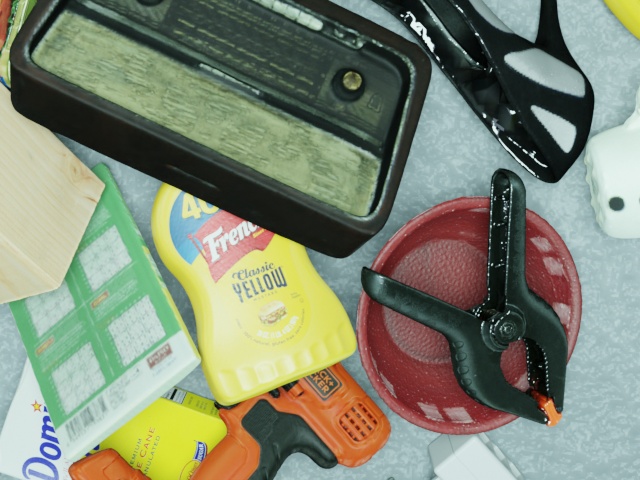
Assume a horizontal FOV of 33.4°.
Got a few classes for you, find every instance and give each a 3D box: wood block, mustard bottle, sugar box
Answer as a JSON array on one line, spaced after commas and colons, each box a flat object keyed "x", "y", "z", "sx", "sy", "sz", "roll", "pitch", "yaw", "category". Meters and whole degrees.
[{"x": -0.242, "y": -0.058, "z": 0.647, "sx": 0.090, "sy": 0.090, "sz": 0.206, "roll": -15, "pitch": 134, "yaw": 32, "category": "wood block"}, {"x": -0.054, "y": 0.001, "z": 0.682, "sx": 0.096, "sy": 0.058, "sz": 0.191, "roll": -20, "pitch": 82, "yaw": -14, "category": "mustard bottle"}, {"x": -0.135, "y": 0.145, "z": 0.761, "sx": 0.176, "sy": 0.048, "sz": 0.093, "roll": 19, "pitch": 98, "yaw": -5, "category": "sugar box"}]

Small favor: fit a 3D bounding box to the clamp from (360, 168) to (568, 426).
[{"x": 0.115, "y": 0.042, "z": 0.680, "sx": 0.120, "sy": 0.039, "sz": 0.171, "roll": -41, "pitch": 114, "yaw": -1, "category": "clamp"}]

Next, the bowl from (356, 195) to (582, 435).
[{"x": 0.093, "y": 0.047, "z": 0.724, "sx": 0.162, "sy": 0.055, "sz": 0.162, "roll": -3, "pitch": 100, "yaw": -16, "category": "bowl"}]

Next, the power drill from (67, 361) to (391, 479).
[{"x": -0.072, "y": 0.117, "z": 0.708, "sx": 0.187, "sy": 0.057, "sz": 0.184, "roll": -41, "pitch": 82, "yaw": -19, "category": "power drill"}]
